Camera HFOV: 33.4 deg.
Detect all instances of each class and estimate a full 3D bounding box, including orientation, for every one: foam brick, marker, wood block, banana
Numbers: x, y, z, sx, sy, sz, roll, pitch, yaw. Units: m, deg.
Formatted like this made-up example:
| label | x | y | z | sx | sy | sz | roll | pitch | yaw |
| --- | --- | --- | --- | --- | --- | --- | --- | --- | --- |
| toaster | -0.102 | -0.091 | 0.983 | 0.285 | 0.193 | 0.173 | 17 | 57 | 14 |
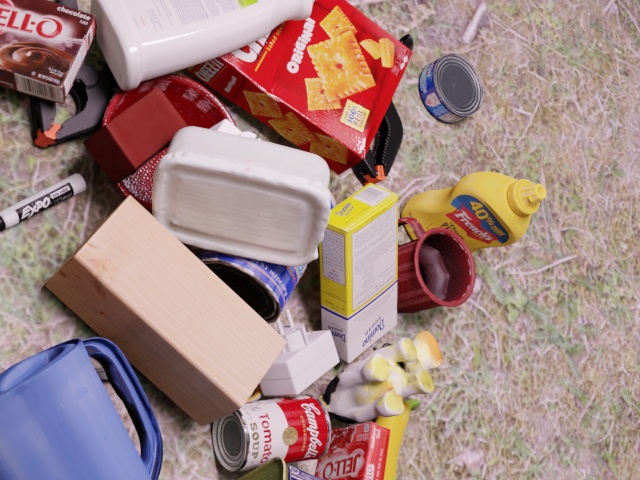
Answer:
| label | x | y | z | sx | sy | sz | roll | pitch | yaw |
| --- | --- | --- | --- | --- | --- | --- | --- | --- | --- |
| foam brick | -0.175 | -0.099 | 1.013 | 0.051 | 0.053 | 0.078 | 54 | 52 | -12 |
| marker | -0.276 | -0.032 | 1.011 | 0.120 | 0.020 | 0.020 | -33 | 97 | -38 |
| wood block | -0.146 | 0.070 | 1.016 | 0.206 | 0.090 | 0.090 | 44 | 53 | -10 |
| banana | 0.075 | 0.257 | 1.172 | 0.069 | 0.037 | 0.197 | 27 | 62 | -28 |

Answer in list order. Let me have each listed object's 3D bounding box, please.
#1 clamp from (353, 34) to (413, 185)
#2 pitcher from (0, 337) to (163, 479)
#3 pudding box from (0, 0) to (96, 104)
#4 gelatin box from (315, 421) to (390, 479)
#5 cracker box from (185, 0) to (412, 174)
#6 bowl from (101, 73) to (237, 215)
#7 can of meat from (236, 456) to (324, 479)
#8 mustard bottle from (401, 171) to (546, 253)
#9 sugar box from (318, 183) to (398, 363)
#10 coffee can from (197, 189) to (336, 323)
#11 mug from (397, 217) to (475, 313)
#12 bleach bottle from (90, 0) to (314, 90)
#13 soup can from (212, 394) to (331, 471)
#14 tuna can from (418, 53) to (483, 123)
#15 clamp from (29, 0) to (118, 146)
| label | x | y | z | sx | sy | sz | roll | pitch | yaw |
| --- | --- | --- | --- | --- | --- | --- | --- | --- | --- |
| clamp | 0.063 | -0.171 | 1.290 | 0.164 | 0.036 | 0.210 | -5 | 79 | -34 |
| pitcher | -0.203 | 0.211 | 0.928 | 0.149 | 0.145 | 0.243 | -29 | 100 | -3 |
| pudding box | -0.281 | -0.188 | 1.015 | 0.113 | 0.039 | 0.090 | 19 | 64 | -3 |
| gelatin box | 0.032 | 0.232 | 1.114 | 0.030 | 0.089 | 0.073 | 25 | 63 | -29 |
| cracker box | -0.018 | -0.202 | 1.189 | 0.213 | 0.072 | 0.164 | 34 | 62 | -16 |
| bowl | -0.159 | -0.087 | 1.090 | 0.161 | 0.055 | 0.162 | 11 | 70 | -34 |
| can of meat | -0.036 | 0.264 | 1.047 | 0.083 | 0.102 | 0.057 | 29 | 41 | -29 |
| mustard bottle | 0.187 | -0.032 | 1.242 | 0.096 | 0.192 | 0.058 | 49 | 54 | -15 |
| sugar box | 0.042 | 0.036 | 1.150 | 0.093 | 0.048 | 0.176 | -34 | 138 | -39 |
| coffee can | -0.057 | 0.001 | 1.109 | 0.102 | 0.103 | 0.140 | 42 | 56 | -19 |
| mug | 0.114 | 0.028 | 1.241 | 0.093 | 0.082 | 0.117 | -31 | 96 | -38 |
| bleach bottle | -0.098 | -0.230 | 1.080 | 0.250 | 0.068 | 0.102 | -19 | 67 | -23 |
| soup can | -0.050 | 0.194 | 1.080 | 0.102 | 0.069 | 0.068 | -1 | 77 | -36 |
| tuna can | 0.168 | -0.196 | 1.379 | 0.086 | 0.034 | 0.086 | 11 | 70 | -34 |
| clamp | -0.230 | -0.160 | 1.071 | 0.120 | 0.039 | 0.171 | 23 | 65 | -20 |
